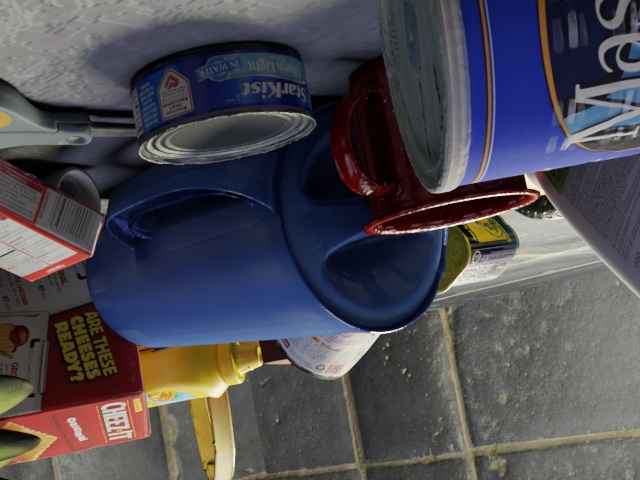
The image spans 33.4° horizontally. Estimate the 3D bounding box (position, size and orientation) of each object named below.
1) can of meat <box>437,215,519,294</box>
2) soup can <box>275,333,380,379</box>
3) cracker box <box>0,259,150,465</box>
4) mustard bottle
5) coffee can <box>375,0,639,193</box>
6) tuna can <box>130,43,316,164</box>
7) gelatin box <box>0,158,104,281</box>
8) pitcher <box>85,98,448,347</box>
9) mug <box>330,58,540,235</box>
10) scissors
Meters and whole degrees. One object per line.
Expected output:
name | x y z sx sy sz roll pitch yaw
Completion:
can of meat | 0.100 -0.010 0.858 0.083 0.102 0.058 -6 140 -50
soup can | 0.019 0.044 0.764 0.068 0.068 0.102 -3 139 -45
cracker box | -0.242 0.081 0.782 0.213 0.164 0.072 -9 142 -10
mustard bottle | -0.144 0.120 0.943 0.192 0.058 0.096 -12 167 11
coffee can | 0.096 -0.077 0.347 0.140 0.103 0.103 -10 172 -4
tuna can | -0.047 -0.064 0.510 0.086 0.034 0.086 -10 172 -2
gelatin box | -0.176 -0.014 0.589 0.089 0.030 0.073 31 148 -31
pitcher | -0.054 0.001 0.673 0.243 0.149 0.144 -14 -160 47
mug | 0.051 -0.052 0.553 0.117 0.081 0.093 -5 170 -37
scissors | -0.122 -0.059 0.510 0.201 0.016 0.096 -7 171 -26
